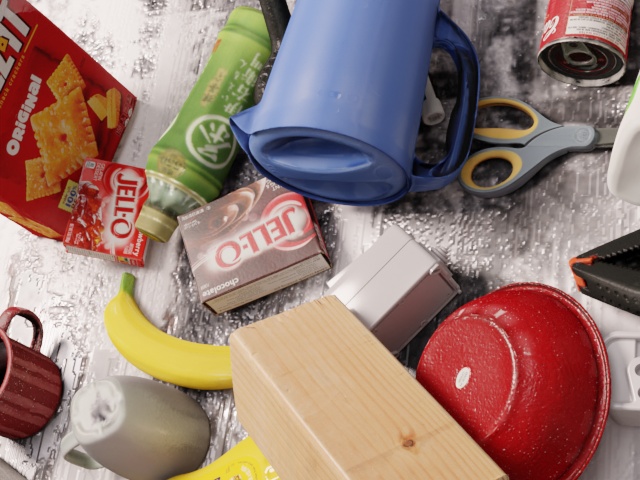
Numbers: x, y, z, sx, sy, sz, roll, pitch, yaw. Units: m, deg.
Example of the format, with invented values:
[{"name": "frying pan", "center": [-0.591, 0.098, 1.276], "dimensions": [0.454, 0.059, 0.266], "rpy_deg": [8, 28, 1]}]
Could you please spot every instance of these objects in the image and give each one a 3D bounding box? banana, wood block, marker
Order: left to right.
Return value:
[{"name": "banana", "center": [-0.122, 0.087, 0.902], "dimensions": [0.198, 0.037, 0.069], "rpy_deg": [25, 80, 33]}, {"name": "wood block", "center": [0.025, 0.137, 0.720], "dimensions": [0.090, 0.090, 0.206], "rpy_deg": [-19, 39, -23]}, {"name": "marker", "center": [0.082, -0.153, 0.922], "dimensions": [0.020, 0.020, 0.121], "rpy_deg": [-23, 59, 15]}]

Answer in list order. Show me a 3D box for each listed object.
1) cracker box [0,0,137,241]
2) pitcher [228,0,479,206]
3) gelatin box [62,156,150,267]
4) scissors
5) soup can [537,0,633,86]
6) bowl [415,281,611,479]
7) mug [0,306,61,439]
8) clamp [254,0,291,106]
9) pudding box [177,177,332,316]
[{"name": "cracker box", "center": [-0.273, -0.113, 0.961], "dimensions": [0.072, 0.213, 0.164], "rpy_deg": [11, 73, 31]}, {"name": "pitcher", "center": [0.042, -0.156, 0.866], "dimensions": [0.145, 0.149, 0.242], "rpy_deg": [-5, 62, 43]}, {"name": "gelatin box", "center": [-0.187, -0.026, 0.972], "dimensions": [0.073, 0.030, 0.089], "rpy_deg": [12, 71, -2]}, {"name": "scissors", "center": [0.191, -0.064, 0.830], "dimensions": [0.202, 0.016, 0.096], "rpy_deg": [18, 78, 31]}, {"name": "soup can", "center": [0.214, -0.182, 0.842], "dimensions": [0.069, 0.068, 0.102], "rpy_deg": [5, 69, 28]}, {"name": "bowl", "center": [0.116, 0.101, 0.731], "dimensions": [0.162, 0.055, 0.162], "rpy_deg": [-25, 57, 44]}, {"name": "mug", "center": [-0.279, 0.116, 0.939], "dimensions": [0.093, 0.081, 0.117], "rpy_deg": [8, 72, 29]}, {"name": "clamp", "center": [-0.023, -0.156, 0.929], "dimensions": [0.039, 0.120, 0.171], "rpy_deg": [-22, 48, 67]}, {"name": "pudding box", "center": [-0.056, 0.001, 0.903], "dimensions": [0.113, 0.039, 0.090], "rpy_deg": [-25, 58, 8]}]
